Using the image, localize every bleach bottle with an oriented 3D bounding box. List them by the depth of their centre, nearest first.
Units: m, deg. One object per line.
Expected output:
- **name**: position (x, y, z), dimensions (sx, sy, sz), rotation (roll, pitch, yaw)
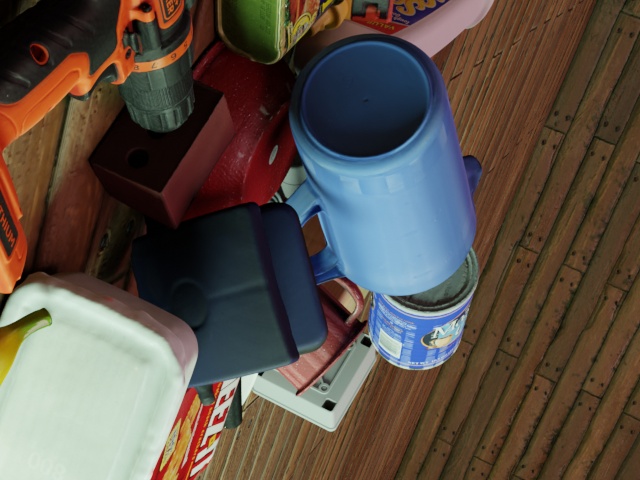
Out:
- **bleach bottle**: position (0.057, -0.177, 0.899), dimensions (0.250, 0.102, 0.068), rotation (-49, 168, -44)

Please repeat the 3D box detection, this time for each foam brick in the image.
- **foam brick**: position (-0.096, -0.058, 0.660), dimensions (0.078, 0.053, 0.051), rotation (-61, 165, -18)

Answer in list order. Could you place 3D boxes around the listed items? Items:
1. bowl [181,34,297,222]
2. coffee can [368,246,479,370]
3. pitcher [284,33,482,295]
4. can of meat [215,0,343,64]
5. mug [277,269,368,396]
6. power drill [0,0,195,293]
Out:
- **bowl**: position (-0.056, -0.072, 0.774), dimensions (0.162, 0.055, 0.162), rotation (-57, 163, -27)
- **coffee can**: position (0.102, 0.059, 1.090), dimensions (0.102, 0.103, 0.140), rotation (-57, 165, -26)
- **pitcher**: position (0.041, -0.047, 0.817), dimensions (0.242, 0.145, 0.149), rotation (63, 40, -68)
- **can of meat**: position (-0.025, -0.178, 0.700), dimensions (0.083, 0.057, 0.102), rotation (-51, 160, -33)
- **mug**: position (-0.011, 0.070, 0.946), dimensions (0.117, 0.081, 0.093), rotation (-46, 180, 32)
- **power drill**: position (-0.127, -0.069, 0.527), dimensions (0.187, 0.057, 0.184), rotation (-60, 162, -28)
